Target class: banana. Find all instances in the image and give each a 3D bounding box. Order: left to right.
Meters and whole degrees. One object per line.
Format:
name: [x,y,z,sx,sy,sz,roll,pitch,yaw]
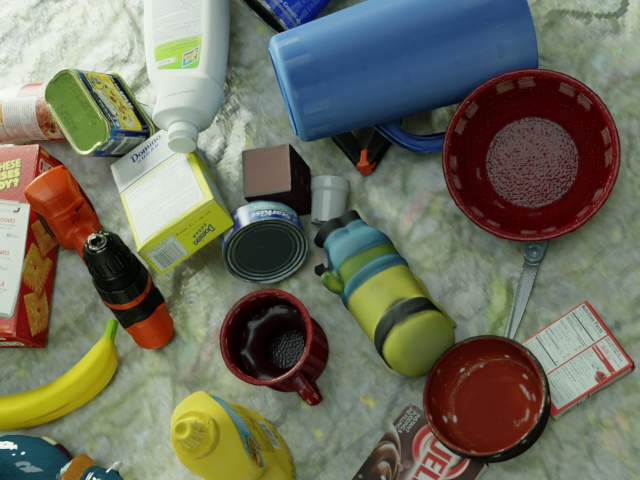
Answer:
banana: [-0.286,0.158,1.117,0.198,0.037,0.070,-29,45,5]

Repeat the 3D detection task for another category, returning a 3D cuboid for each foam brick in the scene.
foam brick: [-0.043,-0.059,1.086,0.051,0.078,0.053,-8,73,14]

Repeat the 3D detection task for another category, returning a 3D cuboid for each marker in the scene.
marker: [-0.210,-0.149,1.196,0.121,0.020,0.020,24,81,22]

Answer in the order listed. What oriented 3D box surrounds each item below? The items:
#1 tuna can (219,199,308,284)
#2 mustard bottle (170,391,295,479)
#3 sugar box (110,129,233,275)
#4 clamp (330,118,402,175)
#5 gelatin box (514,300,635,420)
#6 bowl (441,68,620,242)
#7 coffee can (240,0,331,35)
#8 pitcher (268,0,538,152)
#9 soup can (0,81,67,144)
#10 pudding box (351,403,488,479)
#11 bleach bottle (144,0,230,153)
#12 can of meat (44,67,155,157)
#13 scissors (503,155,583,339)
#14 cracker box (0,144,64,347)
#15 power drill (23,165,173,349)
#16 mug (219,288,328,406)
tuna can: [-0.057,0.001,1.065,0.086,0.086,0.034,-26,42,8]
mustard bottle: [-0.086,0.183,0.961,0.058,0.191,0.096,-37,67,3]
sugar box: [-0.155,-0.048,1.094,0.093,0.048,0.176,-34,35,4]
clamp: [0.054,-0.155,1.108,0.120,0.039,0.171,-14,74,14]
gelatin box: [0.229,0.110,0.975,0.089,0.030,0.073,-34,65,5]
bowl: [0.197,-0.077,1.001,0.162,0.055,0.162,-1,86,14]
coffee can: [-0.019,-0.297,1.139,0.140,0.102,0.103,-47,66,-1]
pitcher: [0.081,-0.170,1.035,0.243,0.145,0.149,-18,64,-1]
soup can: [-0.326,-0.143,1.204,0.102,0.068,0.068,-2,73,17]
pudding box: [0.086,0.221,0.979,0.090,0.039,0.113,35,85,23]
bleach bottle: [-0.148,-0.201,1.137,0.103,0.068,0.251,-13,57,21]
can of meat: [-0.240,-0.136,1.153,0.057,0.083,0.102,-39,77,21]
scissors: [0.193,-0.002,1.029,0.096,0.016,0.201,31,84,25]
cracker box: [-0.375,0.010,1.170,0.164,0.072,0.213,-3,72,16]
power drill: [-0.227,0.009,1.074,0.057,0.184,0.188,-34,57,-13]
mug: [-0.034,0.110,1.027,0.093,0.081,0.117,-39,66,2]
